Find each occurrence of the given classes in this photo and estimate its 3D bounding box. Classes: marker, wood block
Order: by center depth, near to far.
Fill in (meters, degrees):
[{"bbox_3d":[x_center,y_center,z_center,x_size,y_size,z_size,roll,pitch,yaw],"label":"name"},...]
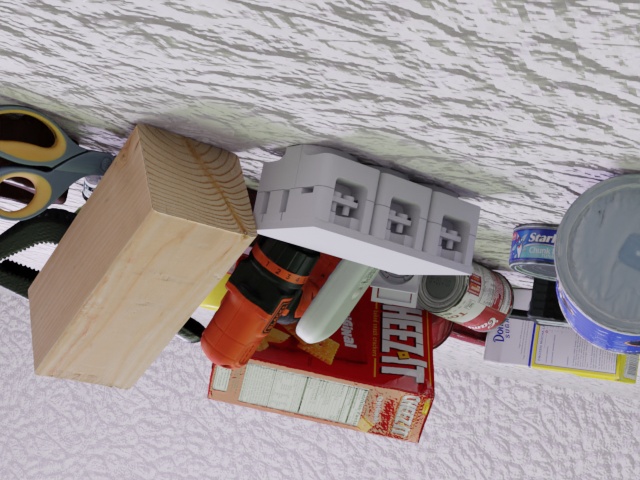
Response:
[{"bbox_3d":[-0.146,0.019,0.838,0.090,0.091,0.206,15,132,-33],"label":"wood block"},{"bbox_3d":[-0.223,-0.054,1.044,0.020,0.020,0.121,13,171,-12],"label":"marker"}]

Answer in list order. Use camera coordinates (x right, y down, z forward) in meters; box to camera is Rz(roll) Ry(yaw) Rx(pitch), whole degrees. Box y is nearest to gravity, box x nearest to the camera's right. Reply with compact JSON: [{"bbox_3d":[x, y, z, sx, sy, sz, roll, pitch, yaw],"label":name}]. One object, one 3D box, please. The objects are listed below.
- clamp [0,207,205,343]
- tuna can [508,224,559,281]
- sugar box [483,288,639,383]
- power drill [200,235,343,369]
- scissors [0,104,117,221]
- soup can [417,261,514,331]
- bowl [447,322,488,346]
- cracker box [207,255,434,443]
[{"bbox_3d":[-0.199,0.007,0.943,0.210,0.165,0.036,6,-160,-1],"label":"clamp"},{"bbox_3d":[0.204,0.013,0.905,0.086,0.034,0.086,11,171,1],"label":"tuna can"},{"bbox_3d":[0.277,0.107,1.221,0.177,0.093,0.048,3,169,44],"label":"sugar box"},{"bbox_3d":[-0.014,0.024,0.948,0.057,0.185,0.187,41,-162,18],"label":"power drill"},{"bbox_3d":[-0.185,-0.045,0.845,0.201,0.096,0.016,22,175,-39],"label":"scissors"},{"bbox_3d":[0.150,0.053,1.117,0.069,0.068,0.102,4,168,38],"label":"soup can"},{"bbox_3d":[0.148,0.086,1.327,0.162,0.055,0.162,17,175,1],"label":"bowl"},{"bbox_3d":[0.005,0.104,1.076,0.213,0.072,0.164,12,-147,-4],"label":"cracker box"}]
